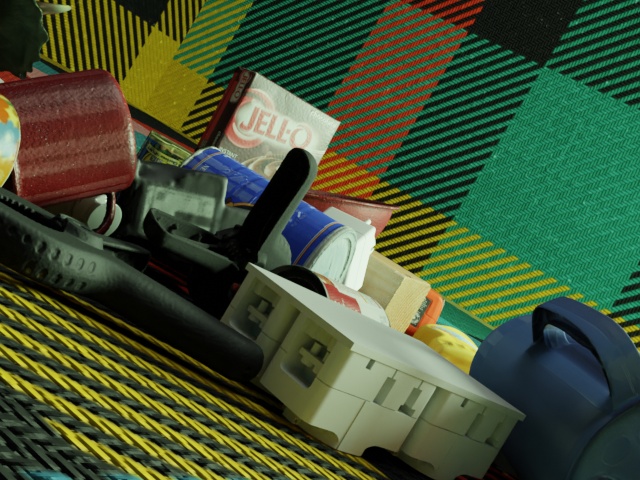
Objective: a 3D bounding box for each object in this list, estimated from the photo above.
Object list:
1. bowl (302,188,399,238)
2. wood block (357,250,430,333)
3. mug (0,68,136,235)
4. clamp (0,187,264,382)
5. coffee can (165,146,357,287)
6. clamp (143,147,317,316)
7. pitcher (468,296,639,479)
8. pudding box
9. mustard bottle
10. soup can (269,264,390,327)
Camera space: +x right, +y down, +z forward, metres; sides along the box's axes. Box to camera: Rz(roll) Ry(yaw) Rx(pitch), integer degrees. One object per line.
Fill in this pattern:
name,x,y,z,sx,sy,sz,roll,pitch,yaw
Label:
bowl,0.003,-0.025,1.167,0.162,0.055,0.162,10,4,-1
wood block,-0.010,0.025,1.033,0.206,0.090,0.090,32,5,23
mug,-0.166,-0.053,0.686,0.081,0.117,0.093,-14,-1,-25
clamp,-0.132,0.013,0.589,0.165,0.036,0.209,31,1,42
coffee can,-0.056,0.001,0.869,0.140,0.103,0.102,32,4,17
clamp,-0.066,0.009,0.738,0.172,0.120,0.039,102,-32,-51
pitcher,0.185,0.122,0.745,0.145,0.149,0.243,23,7,-14
pudding box,-0.048,-0.096,0.984,0.113,0.090,0.039,25,4,-41
mustard bottle,0.137,0.126,1.088,0.096,0.058,0.191,32,4,-4
soup can,0.000,0.061,0.773,0.069,0.068,0.102,33,4,33
